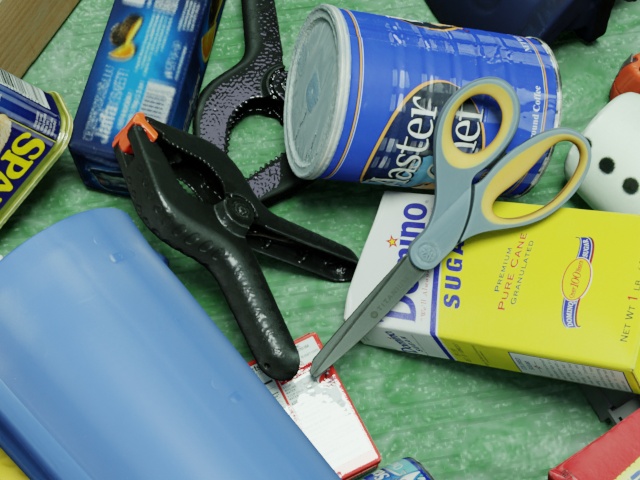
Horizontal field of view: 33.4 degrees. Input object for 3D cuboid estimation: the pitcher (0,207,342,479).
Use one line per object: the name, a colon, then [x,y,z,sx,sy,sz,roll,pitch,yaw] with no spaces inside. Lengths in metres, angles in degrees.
pitcher: [-0.084,0.113,0.544,0.149,0.145,0.243,-43,75,-6]

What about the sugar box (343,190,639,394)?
sugar box: [0.106,0.025,0.618,0.176,0.048,0.093,8,66,28]

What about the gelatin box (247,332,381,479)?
gelatin box: [-0.017,0.108,0.627,0.073,0.030,0.089,-25,71,-11]

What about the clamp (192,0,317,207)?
clamp: [-0.012,-0.096,0.704,0.164,0.036,0.210,22,72,-1]

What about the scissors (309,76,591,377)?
scissors: [0.055,-0.014,0.598,0.202,0.016,0.096,-32,96,5]

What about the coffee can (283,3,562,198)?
coffee can: [0.059,-0.082,0.648,0.140,0.103,0.103,5,67,-18]

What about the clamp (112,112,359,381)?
clamp: [-0.054,0.001,0.614,0.171,0.039,0.120,37,33,-12]

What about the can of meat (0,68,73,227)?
can of meat: [-0.212,-0.059,0.631,0.102,0.083,0.057,-46,47,15]
